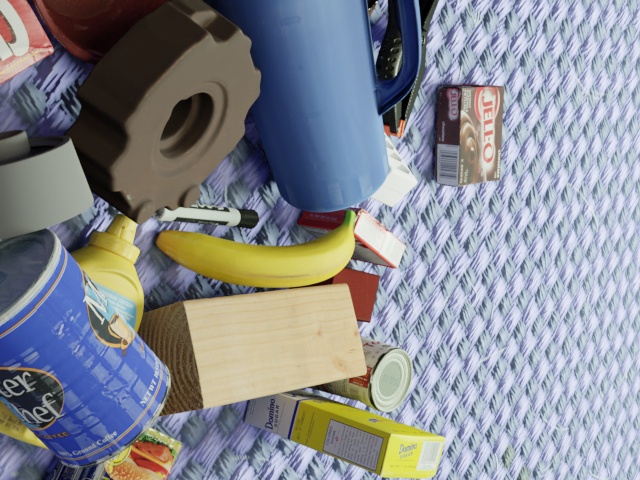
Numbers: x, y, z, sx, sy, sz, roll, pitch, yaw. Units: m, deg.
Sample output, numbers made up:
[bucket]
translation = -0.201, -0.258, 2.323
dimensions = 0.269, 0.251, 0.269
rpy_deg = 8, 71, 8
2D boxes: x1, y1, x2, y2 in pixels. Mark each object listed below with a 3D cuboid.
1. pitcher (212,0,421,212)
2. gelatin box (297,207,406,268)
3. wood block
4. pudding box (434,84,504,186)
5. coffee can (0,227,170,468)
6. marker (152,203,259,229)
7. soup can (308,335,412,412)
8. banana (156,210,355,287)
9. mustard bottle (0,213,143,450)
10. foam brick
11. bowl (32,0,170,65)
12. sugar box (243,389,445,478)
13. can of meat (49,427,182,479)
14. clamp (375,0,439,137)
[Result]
[pitcher]
translation = 0.000, -0.149, 0.937
dimensions = 0.144, 0.149, 0.243
rpy_deg = -32, 130, -22
[gelatin box]
translation = 0.032, -0.007, 1.068
dimensions = 0.089, 0.073, 0.030
rpy_deg = 38, 71, -45
[wood block]
translation = -0.064, 0.096, 0.955
dimensions = 0.205, 0.091, 0.090
rpy_deg = -4, 79, -48
[pudding box]
translation = 0.171, -0.121, 1.221
dimensions = 0.089, 0.039, 0.113
rpy_deg = -11, 108, -47
[coffee can]
translation = -0.185, 0.076, 0.744
dimensions = 0.102, 0.103, 0.140
rpy_deg = -52, 126, -27
[marker]
translation = -0.100, -0.023, 0.957
dimensions = 0.120, 0.020, 0.020
rpy_deg = 6, 95, -49
[soup can]
translation = 0.034, 0.130, 1.083
dimensions = 0.068, 0.102, 0.068
rpy_deg = -15, 110, -45
[banana]
translation = -0.045, 0.013, 0.953
dimensions = 0.197, 0.070, 0.037
rpy_deg = -5, 133, -28
[mustard bottle]
translation = -0.192, 0.068, 0.846
dimensions = 0.096, 0.058, 0.191
rpy_deg = 32, 75, -43
[foam brick]
translation = 0.014, 0.051, 1.078
dimensions = 0.078, 0.053, 0.051
rpy_deg = 14, 89, -49
[bowl]
translation = -0.167, -0.212, 0.805
dimensions = 0.161, 0.055, 0.162
rpy_deg = -15, 111, -46
[sugar box]
translation = 0.021, 0.181, 1.025
dimensions = 0.093, 0.177, 0.048
rpy_deg = 16, 89, -50
[can of meat]
translation = -0.174, 0.193, 0.902
dimensions = 0.102, 0.058, 0.084
rpy_deg = 40, 67, -46
[clamp]
translation = 0.093, -0.214, 1.101
dimensions = 0.164, 0.036, 0.210
rpy_deg = -27, 128, -61
